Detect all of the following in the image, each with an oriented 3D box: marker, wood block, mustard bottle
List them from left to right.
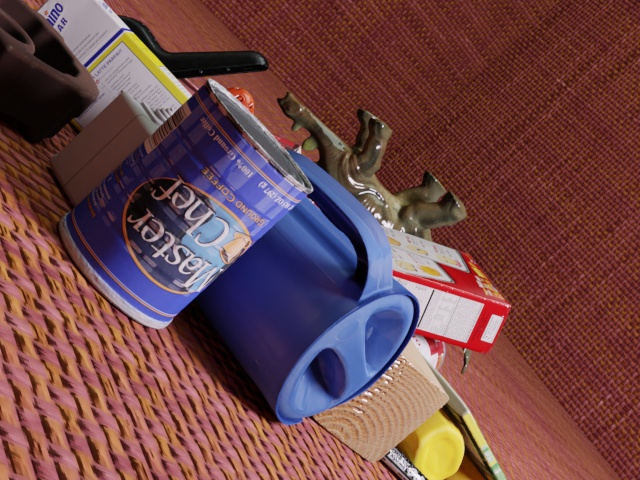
[{"bbox_3d":[0.020,0.087,0.962,0.090,0.091,0.206,43,9,-35],"label":"wood block"},{"bbox_3d":[0.064,0.141,1.032,0.192,0.058,0.096,53,-12,39],"label":"mustard bottle"},{"bbox_3d":[0.086,0.215,0.952,0.121,0.020,0.020,46,8,-13],"label":"marker"}]

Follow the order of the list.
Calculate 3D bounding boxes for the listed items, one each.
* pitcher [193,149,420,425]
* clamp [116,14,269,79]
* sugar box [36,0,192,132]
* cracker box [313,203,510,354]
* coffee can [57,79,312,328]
[{"bbox_3d":[-0.043,0.006,0.820,0.243,0.149,0.145,47,1,28],"label":"pitcher"},{"bbox_3d":[-0.176,-0.144,1.017,0.210,0.164,0.036,26,-7,7],"label":"clamp"},{"bbox_3d":[-0.183,-0.135,0.936,0.176,0.093,0.048,48,7,-3],"label":"sugar box"},{"bbox_3d":[0.082,0.041,1.182,0.213,0.072,0.164,17,16,-14],"label":"cracker box"},{"bbox_3d":[-0.090,-0.024,0.720,0.103,0.140,0.103,46,8,-9],"label":"coffee can"}]
